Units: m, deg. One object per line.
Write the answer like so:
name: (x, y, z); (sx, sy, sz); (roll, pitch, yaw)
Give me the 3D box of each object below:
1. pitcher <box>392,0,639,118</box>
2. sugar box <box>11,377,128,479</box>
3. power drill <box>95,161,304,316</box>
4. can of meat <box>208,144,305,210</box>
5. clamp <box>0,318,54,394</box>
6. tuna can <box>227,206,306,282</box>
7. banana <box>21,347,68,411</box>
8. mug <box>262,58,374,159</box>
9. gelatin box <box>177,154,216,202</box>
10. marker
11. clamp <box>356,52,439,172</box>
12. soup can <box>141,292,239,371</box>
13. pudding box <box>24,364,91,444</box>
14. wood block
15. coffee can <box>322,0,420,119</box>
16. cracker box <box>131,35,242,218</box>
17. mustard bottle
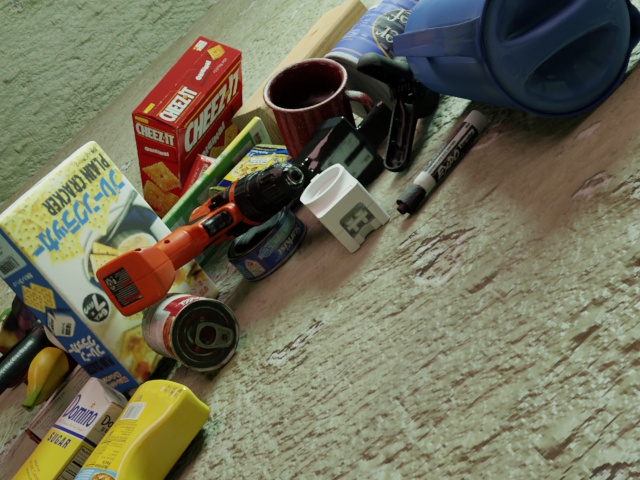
pitcher: (0.149, -0.178, 0.937); (0.145, 0.149, 0.243); (-53, 16, -2)
sugar box: (-0.243, 0.216, 0.992); (0.176, 0.048, 0.093); (-55, 24, -6)
power drill: (-0.117, -0.004, 1.050); (0.187, 0.057, 0.185); (-36, 5, -38)
can of meat: (-0.063, -0.063, 1.211); (0.102, 0.057, 0.083); (11, 53, 49)
clamp: (-0.327, 0.114, 1.243); (0.210, 0.036, 0.165); (-44, 11, -12)
tuna can: (-0.057, 0.001, 1.122); (0.086, 0.033, 0.086); (-38, 20, 16)
banana: (-0.303, 0.149, 1.165); (0.069, 0.037, 0.198); (-52, 4, -13)
mug: (0.004, -0.136, 1.147); (0.117, 0.081, 0.093); (1, 46, 21)
gelatin box: (-0.127, -0.059, 1.282); (0.030, 0.089, 0.073); (30, 100, 29)
marker: (0.109, -0.069, 0.964); (0.121, 0.020, 0.020); (-49, 20, -16)
clamp: (0.083, -0.160, 1.070); (0.039, 0.120, 0.171); (-1, 36, 24)
soup can: (-0.128, 0.087, 1.032); (0.068, 0.068, 0.102); (-49, 20, -16)
pudding box: (-0.268, 0.172, 1.149); (0.113, 0.039, 0.090); (-52, 7, -18)
wood block: (-0.005, -0.200, 1.354); (0.206, 0.090, 0.091); (-52, 20, -22)
coffee can: (0.082, -0.214, 1.191); (0.140, 0.102, 0.103); (-50, 20, -18)
cracker box: (-0.159, -0.122, 1.353); (0.214, 0.072, 0.164); (94, -158, -50)
mustard bottle: (-0.174, 0.206, 0.889); (0.096, 0.058, 0.191); (-13, 36, 52)
